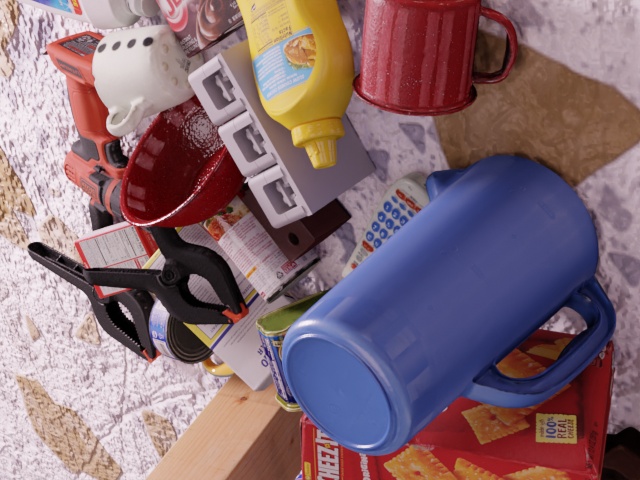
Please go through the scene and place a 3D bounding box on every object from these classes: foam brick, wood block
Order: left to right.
[{"bbox_3d":[-0.090,0.230,1.093,0.091,0.205,0.090,6,128,32],"label":"wood block"},{"bbox_3d":[-0.023,-0.029,0.977,0.078,0.051,0.053,51,141,4],"label":"foam brick"}]

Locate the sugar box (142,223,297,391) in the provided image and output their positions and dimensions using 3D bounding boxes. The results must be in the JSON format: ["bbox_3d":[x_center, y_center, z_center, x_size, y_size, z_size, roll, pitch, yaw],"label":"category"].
[{"bbox_3d":[-0.093,0.061,1.082,0.176,0.093,0.048,42,-176,13],"label":"sugar box"}]

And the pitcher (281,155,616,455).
[{"bbox_3d":[0.095,0.051,0.765,0.149,0.242,0.145,1,118,45],"label":"pitcher"}]

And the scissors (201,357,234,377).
[{"bbox_3d":[-0.060,0.144,1.167,0.202,0.016,0.096,-7,113,47],"label":"scissors"}]

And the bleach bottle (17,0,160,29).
[{"bbox_3d":[-0.254,-0.269,1.031,0.251,0.068,0.102,24,132,29],"label":"bleach bottle"}]

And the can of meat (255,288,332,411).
[{"bbox_3d":[-0.003,0.101,1.012,0.058,0.102,0.084,27,136,64],"label":"can of meat"}]

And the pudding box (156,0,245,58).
[{"bbox_3d":[-0.099,-0.221,0.926,0.114,0.039,0.090,-21,101,50],"label":"pudding box"}]

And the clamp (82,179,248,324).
[{"bbox_3d":[-0.152,0.035,1.051,0.171,0.039,0.120,43,114,7],"label":"clamp"}]

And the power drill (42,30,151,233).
[{"bbox_3d":[-0.215,-0.108,1.096,0.185,0.057,0.188,29,134,39],"label":"power drill"}]

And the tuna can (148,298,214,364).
[{"bbox_3d":[-0.143,0.089,1.156,0.034,0.086,0.086,11,124,42],"label":"tuna can"}]

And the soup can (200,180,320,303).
[{"bbox_3d":[-0.057,0.001,1.021,0.102,0.068,0.069,50,141,4],"label":"soup can"}]

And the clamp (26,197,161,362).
[{"bbox_3d":[-0.262,0.057,1.285,0.165,0.036,0.210,-20,104,41],"label":"clamp"}]

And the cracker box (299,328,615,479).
[{"bbox_3d":[0.110,0.128,0.817,0.214,0.164,0.072,8,122,16],"label":"cracker box"}]

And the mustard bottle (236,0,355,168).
[{"bbox_3d":[-0.017,-0.150,0.832,0.096,0.058,0.191,-18,82,49],"label":"mustard bottle"}]

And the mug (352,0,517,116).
[{"bbox_3d":[0.083,-0.144,0.769,0.117,0.093,0.081,9,122,10],"label":"mug"}]

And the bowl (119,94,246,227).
[{"bbox_3d":[-0.114,-0.071,0.991,0.162,0.162,0.055,-6,147,47],"label":"bowl"}]

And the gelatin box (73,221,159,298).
[{"bbox_3d":[-0.223,0.018,1.206,0.089,0.030,0.073,-16,107,22],"label":"gelatin box"}]
